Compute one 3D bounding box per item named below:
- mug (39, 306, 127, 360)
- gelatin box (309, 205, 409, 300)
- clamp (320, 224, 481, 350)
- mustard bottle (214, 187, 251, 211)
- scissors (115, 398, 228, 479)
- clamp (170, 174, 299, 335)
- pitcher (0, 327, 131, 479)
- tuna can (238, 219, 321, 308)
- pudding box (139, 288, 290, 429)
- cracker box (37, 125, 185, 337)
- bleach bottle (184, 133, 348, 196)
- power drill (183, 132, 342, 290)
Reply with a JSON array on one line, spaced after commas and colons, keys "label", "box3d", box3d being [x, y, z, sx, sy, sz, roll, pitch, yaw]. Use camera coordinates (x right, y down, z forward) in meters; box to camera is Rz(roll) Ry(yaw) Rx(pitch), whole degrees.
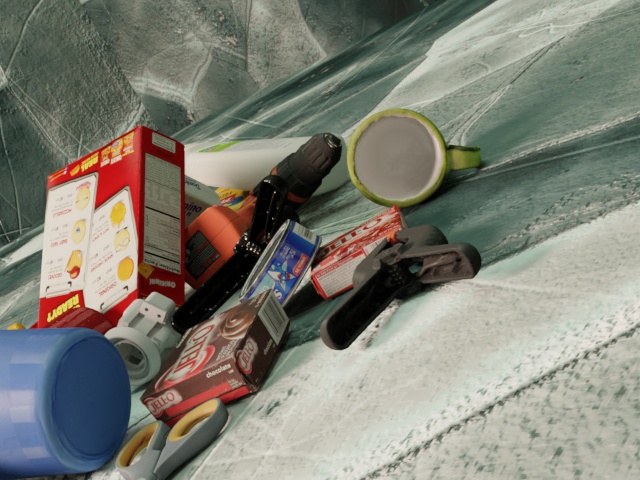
[{"label": "mug", "box3d": [-0.242, 0.115, 0.993, 0.117, 0.093, 0.081, -9, 18, 36]}, {"label": "gelatin box", "box3d": [0.034, 0.009, 0.906, 0.089, 0.030, 0.073, -28, 13, 8]}, {"label": "clamp", "box3d": [0.050, 0.029, 0.780, 0.120, 0.039, 0.171, -26, 7, 1]}, {"label": "mustard bottle", "box3d": [-0.120, -0.022, 1.316, 0.096, 0.058, 0.191, -22, 15, 15]}, {"label": "scissors", "box3d": [-0.100, 0.152, 0.695, 0.096, 0.016, 0.202, -31, 13, -2]}, {"label": "clamp", "box3d": [-0.057, 0.001, 1.006, 0.165, 0.036, 0.209, -56, -8, 16]}, {"label": "pitcher", "box3d": [-0.279, 0.136, 0.837, 0.243, 0.149, 0.144, -7, -22, 26]}, {"label": "tuna can", "box3d": [-0.035, 0.025, 0.917, 0.086, 0.033, 0.086, -57, 7, 11]}, {"label": "pudding box", "box3d": [-0.079, 0.091, 0.827, 0.090, 0.039, 0.113, -26, 13, 22]}, {"label": "cracker box", "box3d": [-0.213, 0.012, 1.095, 0.164, 0.213, 0.072, -21, -28, 37]}, {"label": "bleach bottle", "box3d": [-0.093, -0.096, 1.327, 0.251, 0.068, 0.102, 5, 18, 39]}, {"label": "power drill", "box3d": [-0.069, -0.032, 1.140, 0.185, 0.057, 0.187, -45, -4, 36]}]
